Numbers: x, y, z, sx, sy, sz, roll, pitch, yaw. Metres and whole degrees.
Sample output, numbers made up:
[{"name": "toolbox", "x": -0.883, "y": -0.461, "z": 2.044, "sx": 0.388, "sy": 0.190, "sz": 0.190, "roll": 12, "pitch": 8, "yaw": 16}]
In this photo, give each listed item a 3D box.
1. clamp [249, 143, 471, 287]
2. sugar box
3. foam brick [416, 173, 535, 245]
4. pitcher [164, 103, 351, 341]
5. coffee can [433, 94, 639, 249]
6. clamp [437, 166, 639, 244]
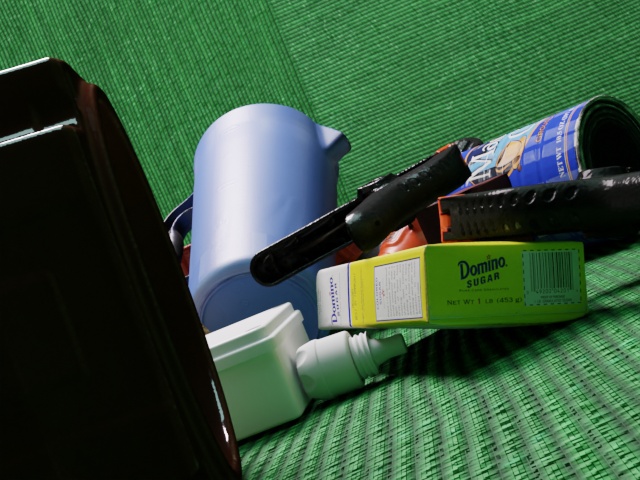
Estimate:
[{"name": "clamp", "x": 0.044, "y": -0.023, "z": 0.685, "sx": 0.171, "sy": 0.039, "sz": 0.120, "roll": -33, "pitch": 13, "yaw": -29}, {"name": "sugar box", "x": 0.067, "y": 0.028, "z": 0.615, "sx": 0.093, "sy": 0.048, "sz": 0.176, "roll": 0, "pitch": -3, "yaw": -19}, {"name": "foam brick", "x": 0.113, "y": 0.001, "z": 0.747, "sx": 0.051, "sy": 0.078, "sz": 0.053, "roll": -27, "pitch": 3, "yaw": -42}, {"name": "pitcher", "x": -0.056, "y": 0.001, "z": 0.878, "sx": 0.145, "sy": 0.149, "sz": 0.243, "roll": 15, "pitch": 30, "yaw": -10}, {"name": "coffee can", "x": 0.166, "y": -0.036, "z": 0.792, "sx": 0.102, "sy": 0.103, "sz": 0.141, "roll": -24, "pitch": 2, "yaw": -43}, {"name": "clamp", "x": 0.149, "y": -0.020, "z": 0.545, "sx": 0.210, "sy": 0.036, "sz": 0.164, "roll": -6, "pitch": -2, "yaw": 30}]
